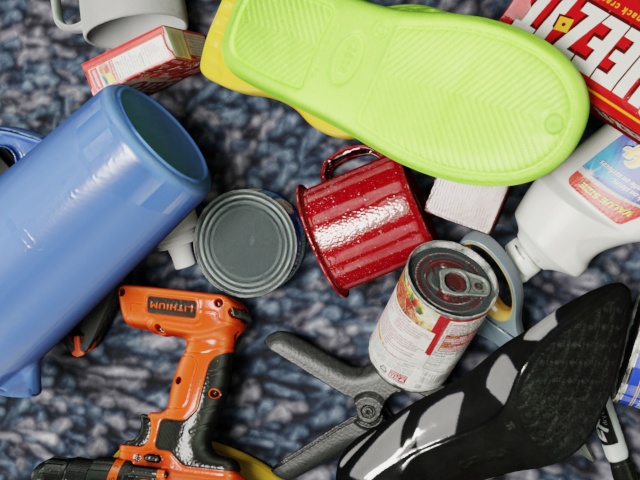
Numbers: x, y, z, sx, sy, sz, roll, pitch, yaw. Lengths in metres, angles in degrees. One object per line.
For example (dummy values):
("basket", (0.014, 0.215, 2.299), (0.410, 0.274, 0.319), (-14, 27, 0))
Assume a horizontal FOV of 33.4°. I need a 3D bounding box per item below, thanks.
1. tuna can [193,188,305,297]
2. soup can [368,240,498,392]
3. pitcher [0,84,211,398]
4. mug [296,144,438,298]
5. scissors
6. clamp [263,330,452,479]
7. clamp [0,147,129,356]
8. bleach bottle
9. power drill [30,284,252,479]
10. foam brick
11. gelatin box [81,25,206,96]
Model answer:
("tuna can", (-0.056, 0.001, 0.852), (0.086, 0.033, 0.086), (2, 96, 15))
("soup can", (0.080, 0.058, 0.780), (0.068, 0.068, 0.102), (32, 138, 9))
("pitcher", (-0.208, -0.011, 0.803), (0.243, 0.149, 0.145), (-40, 41, 16))
("mug", (0.035, -0.024, 0.806), (0.081, 0.093, 0.117), (-23, 54, 11))
("scissors", (0.137, 0.084, 0.814), (0.096, 0.016, 0.201), (-4, 116, 45))
("clamp", (0.034, 0.140, 0.841), (0.171, 0.039, 0.120), (8, 105, 13))
("clamp", (-0.217, -0.010, 0.892), (0.165, 0.036, 0.210), (3, 97, 14))
("bleach bottle", (0.239, -0.047, 0.756), (0.251, 0.068, 0.102), (-38, 82, 17))
("power drill", (-0.134, 0.132, 0.850), (0.184, 0.057, 0.187), (4, 81, 12))
("foam brick", (0.112, -0.040, 0.782), (0.051, 0.078, 0.053), (22, 101, 10))
("gelatin box", (-0.131, -0.136, 0.829), (0.073, 0.089, 0.030), (-21, 90, 16))
